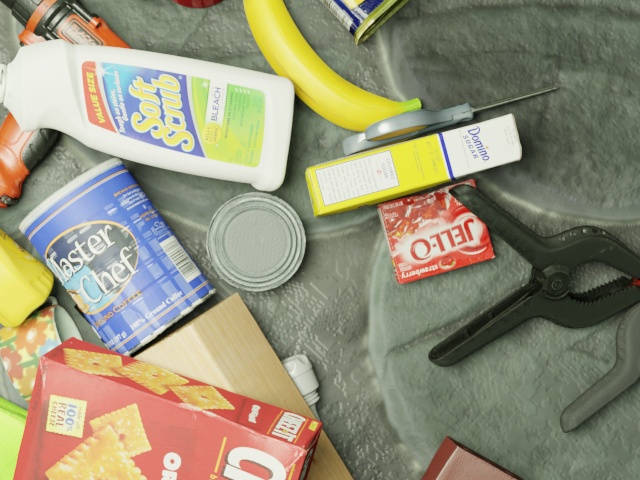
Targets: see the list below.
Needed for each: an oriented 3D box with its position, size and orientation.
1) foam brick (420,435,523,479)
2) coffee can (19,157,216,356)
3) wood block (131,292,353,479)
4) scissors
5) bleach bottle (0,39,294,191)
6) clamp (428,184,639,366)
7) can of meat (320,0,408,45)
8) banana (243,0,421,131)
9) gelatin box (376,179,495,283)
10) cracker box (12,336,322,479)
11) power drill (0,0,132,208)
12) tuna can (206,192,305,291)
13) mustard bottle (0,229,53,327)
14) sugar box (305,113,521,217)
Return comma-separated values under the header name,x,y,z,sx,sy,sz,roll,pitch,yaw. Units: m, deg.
name,x,y,z,sx,sy,sz,roll,pitch,yaw
foam brick,0.134,0.214,0.934,0.078,0.053,0.051,30,89,-3
coffee can,-0.169,0.016,0.897,0.103,0.103,0.140,-36,92,-2
wood block,-0.065,0.161,0.895,0.091,0.090,0.206,-31,92,26
scissors,0.115,-0.110,0.915,0.202,0.096,0.016,-18,87,1
bleach bottle,-0.151,-0.104,0.877,0.250,0.068,0.102,6,95,-20
clamp,0.193,0.041,0.931,0.209,0.036,0.165,7,109,-14
can of meat,0.041,-0.236,0.926,0.102,0.057,0.084,-43,89,-2
banana,-0.006,-0.156,0.938,0.198,0.037,0.069,40,60,-5
gelatin box,0.102,-0.008,0.942,0.089,0.030,0.073,-15,91,-2
cracker box,-0.126,0.188,0.820,0.214,0.072,0.164,18,103,8
power drill,-0.265,-0.136,0.915,0.184,0.057,0.187,41,89,-2
tuna can,-0.056,0.001,0.935,0.086,0.034,0.086,0,90,-2
mustard bottle,-0.305,-0.014,0.873,0.058,0.096,0.191,-43,108,-3
sugar box,0.076,-0.062,0.910,0.176,0.093,0.048,-13,91,-2
